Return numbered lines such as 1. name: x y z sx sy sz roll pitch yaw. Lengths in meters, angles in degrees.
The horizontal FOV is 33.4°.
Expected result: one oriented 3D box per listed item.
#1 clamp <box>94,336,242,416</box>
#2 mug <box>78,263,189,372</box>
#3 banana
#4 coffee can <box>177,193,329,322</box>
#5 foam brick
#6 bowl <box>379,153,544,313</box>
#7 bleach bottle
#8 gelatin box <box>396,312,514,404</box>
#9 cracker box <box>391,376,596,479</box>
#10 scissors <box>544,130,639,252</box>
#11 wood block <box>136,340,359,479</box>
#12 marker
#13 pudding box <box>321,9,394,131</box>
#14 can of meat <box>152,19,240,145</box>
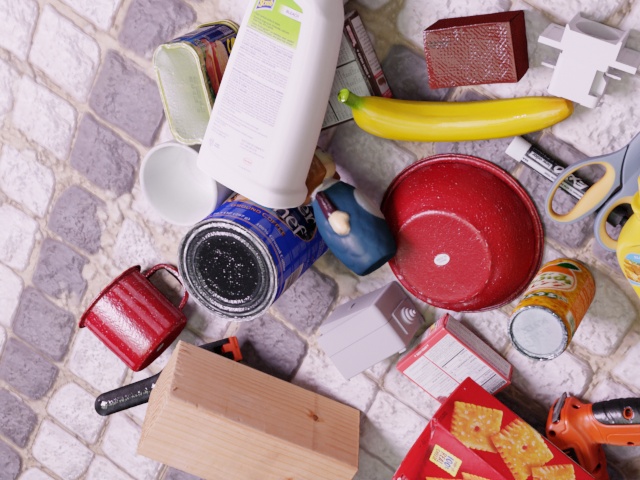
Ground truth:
1. clamp: -0.161 0.154 1.159 0.172 0.120 0.039 -41 61 30
2. mug: -0.190 0.078 1.147 0.081 0.093 0.117 43 82 5
3. banana: 0.114 -0.106 0.921 0.198 0.069 0.037 1 86 3
4. coffee can: -0.057 0.001 1.012 0.103 0.140 0.103 10 117 21
5. foam brick: 0.132 -0.161 0.900 0.078 0.051 0.053 0 112 26
6. bowl: 0.119 0.005 0.980 0.162 0.055 0.162 11 117 22
7. bleach bottle: -0.023 -0.160 0.897 0.103 0.067 0.251 30 110 26
8. gelatin box: 0.131 0.123 1.036 0.089 0.030 0.073 38 124 -8
9. cracker box: 0.180 0.249 1.005 0.214 0.072 0.164 40 148 13
10. scissors: 0.278 -0.066 0.881 0.202 0.016 0.096 -38 92 25
11. wood block: -0.071 0.195 1.093 0.206 0.090 0.090 23 123 -13
12. marker: 0.216 -0.050 0.929 0.121 0.020 0.020 36 123 7
13. pudding box: -0.002 -0.148 0.978 0.114 0.039 0.090 -15 108 33
14. can of meat: -0.108 -0.148 1.003 0.058 0.083 0.102 -4 111 27
